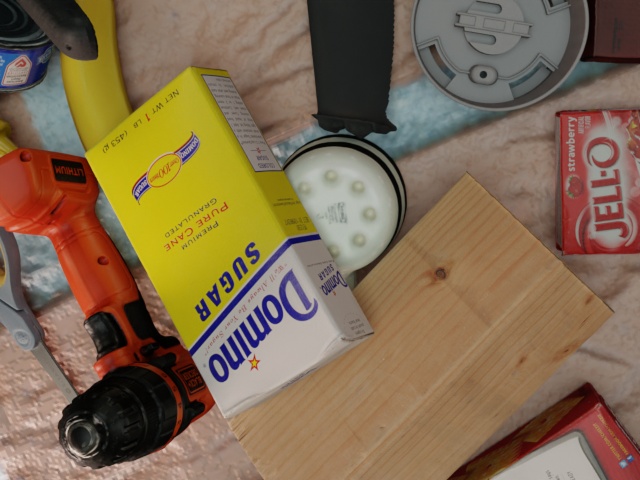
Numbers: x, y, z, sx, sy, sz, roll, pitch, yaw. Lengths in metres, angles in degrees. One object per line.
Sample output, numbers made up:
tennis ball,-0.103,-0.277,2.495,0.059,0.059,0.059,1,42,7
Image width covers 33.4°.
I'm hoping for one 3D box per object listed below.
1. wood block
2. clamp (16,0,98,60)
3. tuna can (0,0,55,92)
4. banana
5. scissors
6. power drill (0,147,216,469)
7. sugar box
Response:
wood block,0.057,0.075,0.629,0.206,0.090,0.091,-47,51,8
clamp,-0.169,-0.178,0.633,0.210,0.164,0.036,22,134,21
tuna can,-0.202,-0.128,0.641,0.086,0.086,0.034,30,123,0
banana,-0.120,-0.075,0.672,0.069,0.037,0.198,-31,96,-8
scissors,-0.210,0.056,0.704,0.096,0.016,0.202,-6,114,29
power drill,-0.137,0.039,0.624,0.057,0.184,0.188,-30,85,8
sugar box,-0.054,0.001,0.602,0.093,0.048,0.176,-35,76,26
